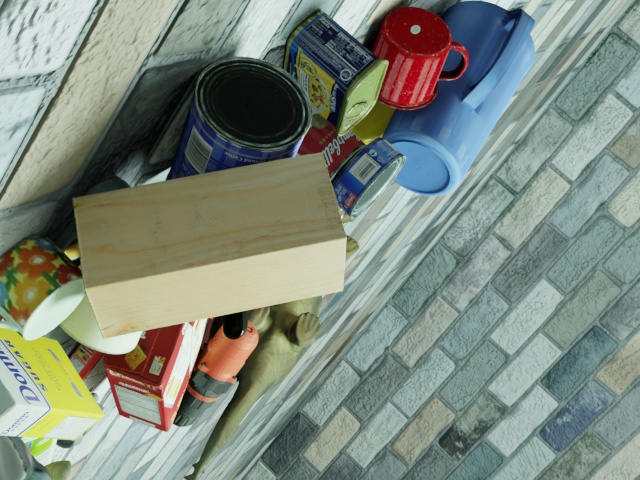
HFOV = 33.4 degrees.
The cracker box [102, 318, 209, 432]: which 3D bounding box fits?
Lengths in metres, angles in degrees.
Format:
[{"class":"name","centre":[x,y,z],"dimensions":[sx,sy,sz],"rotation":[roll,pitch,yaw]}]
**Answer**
[{"class":"cracker box","centre":[-0.172,0.101,1.162],"dimensions":[0.214,0.072,0.164],"rotation":[104,4,-67]}]

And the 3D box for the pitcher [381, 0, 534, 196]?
[{"class":"pitcher","centre":[0.170,-0.177,1.312],"dimensions":[0.242,0.145,0.149],"rotation":[-60,151,-32]}]

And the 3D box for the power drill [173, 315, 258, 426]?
[{"class":"power drill","centre":[-0.131,0.121,1.331],"dimensions":[0.185,0.057,0.187],"rotation":[-51,-156,32]}]

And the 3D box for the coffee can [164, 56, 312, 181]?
[{"class":"coffee can","centre":[-0.076,-0.078,0.945],"dimensions":[0.102,0.103,0.140],"rotation":[-40,167,-36]}]

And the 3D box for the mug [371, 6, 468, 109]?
[{"class":"mug","centre":[0.112,-0.208,1.213],"dimensions":[0.082,0.117,0.093],"rotation":[109,-15,-53]}]

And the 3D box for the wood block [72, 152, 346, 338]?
[{"class":"wood block","centre":[-0.089,0.004,0.880],"dimensions":[0.206,0.090,0.091],"rotation":[-11,150,-7]}]

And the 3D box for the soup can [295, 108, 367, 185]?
[{"class":"soup can","centre":[-0.009,-0.106,1.113],"dimensions":[0.068,0.102,0.068],"rotation":[-45,169,-11]}]

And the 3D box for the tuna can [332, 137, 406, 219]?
[{"class":"tuna can","centre":[0.048,-0.065,1.106],"dimensions":[0.086,0.034,0.086],"rotation":[-46,170,-11]}]

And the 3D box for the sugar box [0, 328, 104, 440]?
[{"class":"sugar box","centre":[-0.257,0.121,0.916],"dimensions":[0.048,0.093,0.176],"rotation":[-38,164,0]}]

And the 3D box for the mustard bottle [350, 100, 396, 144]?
[{"class":"mustard bottle","centre":[0.060,-0.131,1.419],"dimensions":[0.096,0.058,0.192],"rotation":[-51,172,-18]}]

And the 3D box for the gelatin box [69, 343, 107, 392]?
[{"class":"gelatin box","centre":[-0.259,0.140,1.208],"dimensions":[0.073,0.030,0.089],"rotation":[-50,170,9]}]

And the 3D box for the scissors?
[{"class":"scissors","centre":[-0.186,-0.013,0.982],"dimensions":[0.096,0.016,0.201],"rotation":[-46,169,-1]}]

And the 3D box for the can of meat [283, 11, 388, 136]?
[{"class":"can of meat","centre":[0.011,-0.162,1.036],"dimensions":[0.057,0.084,0.102],"rotation":[-44,169,-20]}]
